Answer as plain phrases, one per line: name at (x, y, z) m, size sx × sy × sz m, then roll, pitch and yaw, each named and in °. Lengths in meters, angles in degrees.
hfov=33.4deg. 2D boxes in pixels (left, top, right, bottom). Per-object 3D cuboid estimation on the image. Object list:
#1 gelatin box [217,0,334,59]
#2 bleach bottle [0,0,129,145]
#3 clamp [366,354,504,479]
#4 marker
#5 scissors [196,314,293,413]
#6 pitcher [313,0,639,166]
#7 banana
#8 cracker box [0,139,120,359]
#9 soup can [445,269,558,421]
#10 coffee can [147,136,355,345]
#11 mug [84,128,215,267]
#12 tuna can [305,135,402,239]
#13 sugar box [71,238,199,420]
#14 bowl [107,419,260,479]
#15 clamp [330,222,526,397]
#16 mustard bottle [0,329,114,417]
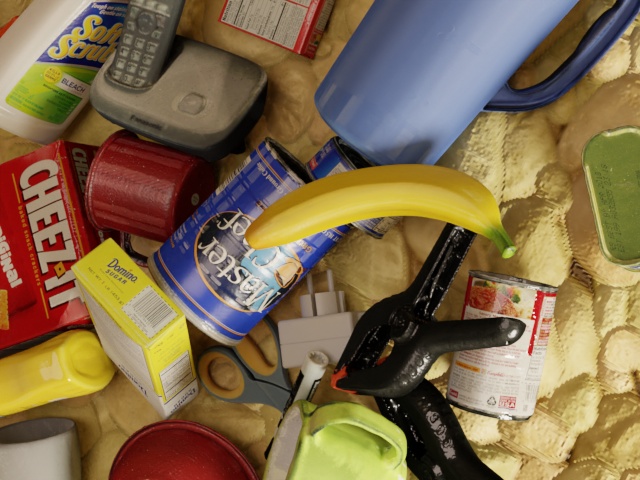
gelatin box at (-0.035, -0.205, 0.912) m, size 0.089 × 0.030 × 0.073 m, roll 25°, pitch 99°, yaw 23°
bleach bottle at (-0.207, -0.204, 0.948) m, size 0.251 × 0.102 × 0.068 m, roll -48°, pitch 51°, yaw 14°
clamp at (0.100, 0.169, 0.796) m, size 0.036 × 0.165 × 0.210 m, roll -22°, pitch 66°, yaw -21°
marker at (-0.021, 0.139, 0.866) m, size 0.020 × 0.020 × 0.121 m, roll 36°, pitch 124°, yaw 21°
scissors at (-0.039, 0.149, 0.908) m, size 0.096 × 0.016 × 0.202 m, roll -33°, pitch 76°, yaw 21°
pitcher at (0.113, -0.163, 0.801) m, size 0.243 × 0.144 × 0.149 m, roll -53°, pitch 57°, yaw 17°
banana at (0.043, -0.024, 0.774) m, size 0.198 × 0.037 × 0.069 m, roll 0°, pitch 51°, yaw 15°
cracker box at (-0.288, 0.020, 0.992) m, size 0.214 × 0.072 × 0.164 m, roll -20°, pitch 81°, yaw 21°
soup can at (0.136, 0.078, 0.806) m, size 0.069 × 0.068 × 0.102 m, roll 12°, pitch 93°, yaw 23°
coffee can at (-0.056, 0.001, 0.865) m, size 0.140 × 0.102 × 0.103 m, roll -45°, pitch 72°, yaw 8°
mug at (-0.145, -0.031, 0.926) m, size 0.082 × 0.093 × 0.117 m, roll 16°, pitch 108°, yaw 19°
tuna can at (0.030, -0.043, 0.847) m, size 0.034 × 0.086 × 0.086 m, roll -45°, pitch 72°, yaw 14°
sugar box at (-0.148, 0.077, 0.878) m, size 0.048 × 0.176 × 0.093 m, roll -40°, pitch 72°, yaw -17°
bowl at (-0.126, 0.238, 0.909) m, size 0.162 × 0.055 × 0.162 m, roll 4°, pitch 99°, yaw 22°
clamp at (0.073, 0.055, 0.795) m, size 0.172 × 0.039 × 0.120 m, roll -33°, pitch 41°, yaw 32°
mustard bottle at (-0.289, 0.134, 0.961) m, size 0.192 × 0.096 × 0.058 m, roll -19°, pitch 85°, yaw 13°
